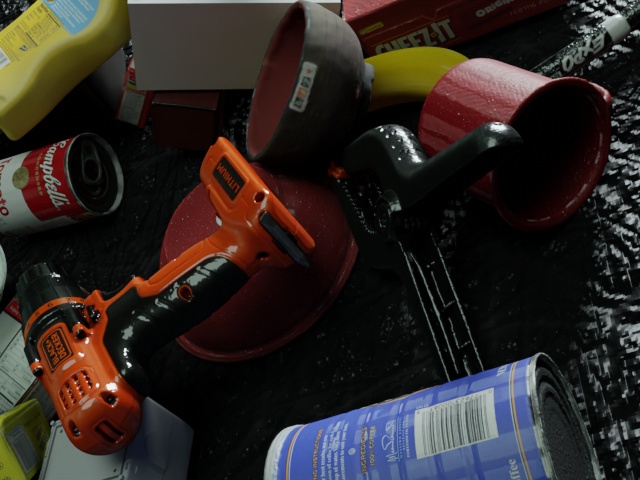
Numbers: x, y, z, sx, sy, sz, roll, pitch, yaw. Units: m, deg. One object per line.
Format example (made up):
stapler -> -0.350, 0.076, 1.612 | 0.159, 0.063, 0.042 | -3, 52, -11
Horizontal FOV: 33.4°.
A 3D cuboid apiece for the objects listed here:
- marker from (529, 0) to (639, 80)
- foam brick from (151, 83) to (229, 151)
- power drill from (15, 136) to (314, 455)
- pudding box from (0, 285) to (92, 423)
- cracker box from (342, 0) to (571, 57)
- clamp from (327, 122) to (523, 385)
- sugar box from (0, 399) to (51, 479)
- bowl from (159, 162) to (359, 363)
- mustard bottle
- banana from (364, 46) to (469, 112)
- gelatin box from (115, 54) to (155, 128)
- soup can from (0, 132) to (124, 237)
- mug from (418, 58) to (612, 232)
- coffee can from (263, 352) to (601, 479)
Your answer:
marker -> 0.172, -0.124, 0.699 | 0.121, 0.020, 0.020 | -34, 44, 8
foam brick -> -0.102, -0.118, 0.851 | 0.051, 0.053, 0.078 | 7, 54, 1
power drill -> -0.106, 0.023, 0.672 | 0.187, 0.057, 0.185 | -43, 40, 1
pudding box -> -0.209, 0.081, 0.792 | 0.090, 0.039, 0.113 | 24, 75, 44
cracker box -> 0.103, -0.244, 0.807 | 0.164, 0.072, 0.213 | -19, 49, 24
clamp -> 0.055, -0.003, 0.640 | 0.036, 0.164, 0.210 | -5, 17, -21
sugar box -> -0.266, 0.165, 0.693 | 0.176, 0.048, 0.093 | -27, 2, 1
bowl -> -0.055, 0.001, 0.735 | 0.162, 0.055, 0.162 | -19, 48, 22
mustard bottle -> -0.204, -0.172, 0.876 | 0.191, 0.058, 0.096 | -42, 46, -2
banana -> 0.037, -0.101, 0.764 | 0.198, 0.037, 0.069 | -7, 53, 31
gelatin box -> -0.146, -0.153, 0.910 | 0.073, 0.030, 0.089 | 124, 162, -57
soup can -> -0.223, -0.044, 0.880 | 0.102, 0.068, 0.068 | -12, 51, 28
mug -> 0.122, -0.068, 0.647 | 0.117, 0.093, 0.082 | -31, 35, -19
coffee can -> 0.058, 0.124, 0.523 | 0.140, 0.102, 0.103 | -20, 47, 21
